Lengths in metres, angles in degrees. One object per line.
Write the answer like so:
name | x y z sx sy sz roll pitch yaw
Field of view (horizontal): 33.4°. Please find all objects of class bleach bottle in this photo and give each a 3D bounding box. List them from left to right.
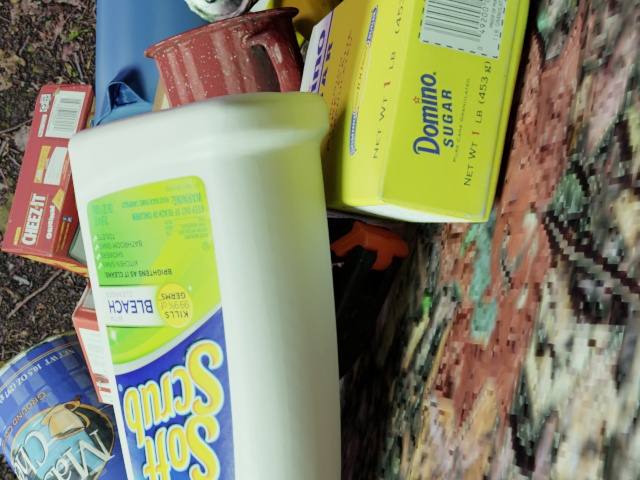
bleach bottle | -0.030 0.076 0.402 0.103 0.067 0.251 -7 93 40

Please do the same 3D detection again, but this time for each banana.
banana | -0.019 -0.140 0.706 0.198 0.037 0.069 -151 76 -76

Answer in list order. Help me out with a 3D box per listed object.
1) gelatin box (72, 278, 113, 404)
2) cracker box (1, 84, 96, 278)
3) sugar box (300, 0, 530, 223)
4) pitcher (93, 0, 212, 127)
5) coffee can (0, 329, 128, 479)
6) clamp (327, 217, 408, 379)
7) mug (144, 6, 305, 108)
gelatin box | -0.088 0.062 0.577 0.089 0.073 0.030 89 -166 -51
cracker box | -0.205 -0.044 1.061 0.213 0.072 0.164 26 -107 -61
sugar box | 0.025 -0.055 0.429 0.176 0.048 0.093 -178 99 -75
pitcher | -0.139 -0.211 0.979 0.149 0.144 0.243 152 116 -68
coffee can | -0.155 0.146 0.733 0.140 0.102 0.103 47 136 25
clamp | -0.037 0.036 0.472 0.172 0.039 0.120 -44 61 24
mug | -0.040 -0.082 0.606 0.117 0.093 0.081 -7 100 61
